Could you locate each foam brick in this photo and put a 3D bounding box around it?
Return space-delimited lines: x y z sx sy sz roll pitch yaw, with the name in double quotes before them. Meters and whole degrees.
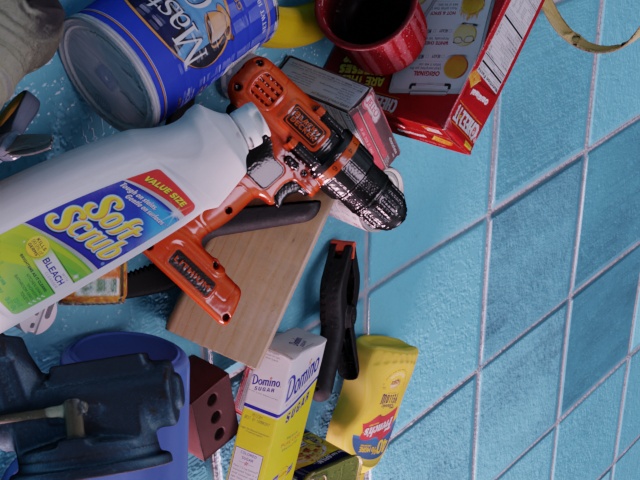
"foam brick" -0.117 0.160 1.028 0.052 0.051 0.078 -36 133 -36

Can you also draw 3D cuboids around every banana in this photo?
"banana" -0.039 -0.205 0.949 0.197 0.037 0.070 6 102 -53

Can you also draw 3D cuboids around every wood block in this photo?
"wood block" -0.057 0.001 0.963 0.091 0.090 0.206 -175 -71 -83

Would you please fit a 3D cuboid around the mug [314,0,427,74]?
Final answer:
"mug" 0.057 -0.210 0.964 0.117 0.093 0.081 -53 159 0

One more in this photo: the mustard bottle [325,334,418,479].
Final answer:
"mustard bottle" 0.052 0.209 1.261 0.096 0.058 0.192 8 102 -53

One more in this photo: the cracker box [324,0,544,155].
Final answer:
"cracker box" 0.114 -0.205 1.034 0.072 0.164 0.213 33 81 -51

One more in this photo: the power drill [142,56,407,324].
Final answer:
"power drill" -0.043 -0.025 0.860 0.184 0.057 0.187 43 83 -12

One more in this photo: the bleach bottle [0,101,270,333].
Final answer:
"bleach bottle" -0.154 -0.033 0.766 0.250 0.068 0.102 -30 129 -6

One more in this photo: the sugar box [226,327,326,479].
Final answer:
"sugar box" -0.046 0.181 1.064 0.093 0.048 0.176 -18 126 -68

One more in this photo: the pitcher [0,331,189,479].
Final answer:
"pitcher" -0.184 0.208 0.917 0.149 0.145 0.243 -27 126 -63

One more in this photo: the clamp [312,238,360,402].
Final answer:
"clamp" 0.016 0.088 1.143 0.120 0.039 0.171 -47 136 -70

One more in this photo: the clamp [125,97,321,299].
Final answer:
"clamp" -0.113 -0.017 0.892 0.164 0.036 0.210 41 87 -9

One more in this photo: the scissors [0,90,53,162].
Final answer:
"scissors" -0.195 -0.076 0.704 0.016 0.202 0.096 42 59 -25

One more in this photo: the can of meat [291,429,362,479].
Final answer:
"can of meat" -0.019 0.253 1.172 0.101 0.084 0.057 -11 116 -49

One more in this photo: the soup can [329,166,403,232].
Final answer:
"soup can" 0.022 -0.054 1.049 0.068 0.102 0.068 -26 127 -41

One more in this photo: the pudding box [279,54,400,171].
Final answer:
"pudding box" 0.013 -0.117 0.996 0.039 0.114 0.090 -49 140 -18

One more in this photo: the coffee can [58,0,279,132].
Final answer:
"coffee can" -0.115 -0.160 0.821 0.140 0.103 0.103 -43 137 -29
